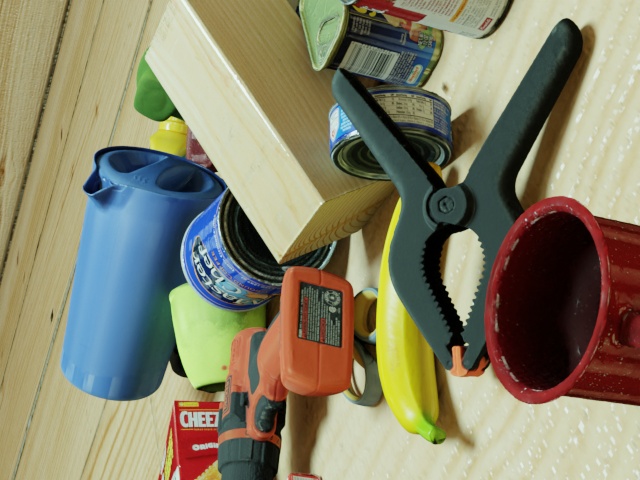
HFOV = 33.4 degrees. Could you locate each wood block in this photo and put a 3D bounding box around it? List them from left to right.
[{"bbox_3d":[-0.038,-0.099,0.829,0.206,0.090,0.090,56,142,15],"label":"wood block"}]

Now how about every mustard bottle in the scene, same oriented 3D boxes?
[{"bbox_3d":[-0.201,-0.077,1.377,0.096,0.058,0.191,41,-120,-87],"label":"mustard bottle"}]

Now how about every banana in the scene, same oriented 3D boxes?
[{"bbox_3d":[0.064,0.046,0.713,0.070,0.037,0.198,-34,50,50],"label":"banana"}]

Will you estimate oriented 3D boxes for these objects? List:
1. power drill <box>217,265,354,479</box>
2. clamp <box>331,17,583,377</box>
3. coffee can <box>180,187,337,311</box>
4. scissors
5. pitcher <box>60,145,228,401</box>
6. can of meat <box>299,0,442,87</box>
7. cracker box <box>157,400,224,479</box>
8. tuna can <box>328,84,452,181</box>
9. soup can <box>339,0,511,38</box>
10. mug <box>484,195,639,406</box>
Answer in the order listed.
[{"bbox_3d":[-0.035,0.121,0.833,0.188,0.057,0.184,126,151,-49],"label":"power drill"},{"bbox_3d":[0.090,-0.026,0.636,0.165,0.036,0.210,-15,77,32],"label":"clamp"},{"bbox_3d":[-0.056,0.001,0.921,0.140,0.102,0.103,148,129,-67],"label":"coffee can"},{"bbox_3d":[0.017,0.055,0.851,0.202,0.016,0.096,-120,47,-58],"label":"scissors"},{"bbox_3d":[-0.179,0.035,1.085,0.145,0.149,0.243,-93,19,-69],"label":"pitcher"},{"bbox_3d":[0.037,-0.165,0.807,0.102,0.083,0.058,-102,31,-44],"label":"can of meat"},{"bbox_3d":[-0.101,0.275,0.945,0.214,0.072,0.164,-101,21,-43],"label":"cracker box"},{"bbox_3d":[0.048,-0.072,0.736,0.086,0.086,0.034,142,133,-59],"label":"tuna can"},{"bbox_3d":[0.070,-0.178,0.708,0.069,0.102,0.068,-170,90,-68],"label":"soup can"},{"bbox_3d":[0.138,0.034,0.475,0.117,0.081,0.093,-160,81,-68],"label":"mug"}]
